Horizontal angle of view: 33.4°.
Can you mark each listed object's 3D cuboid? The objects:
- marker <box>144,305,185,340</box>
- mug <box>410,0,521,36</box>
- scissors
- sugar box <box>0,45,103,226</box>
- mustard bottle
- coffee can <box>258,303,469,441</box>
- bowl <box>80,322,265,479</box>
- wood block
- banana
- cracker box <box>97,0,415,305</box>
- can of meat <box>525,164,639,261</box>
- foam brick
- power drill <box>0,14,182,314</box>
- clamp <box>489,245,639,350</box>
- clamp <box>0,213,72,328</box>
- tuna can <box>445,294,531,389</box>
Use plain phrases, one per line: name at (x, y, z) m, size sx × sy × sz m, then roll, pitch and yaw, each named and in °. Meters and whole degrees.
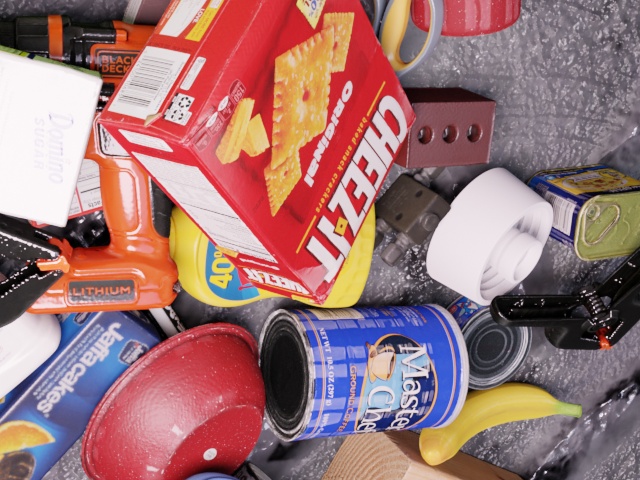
marker at (-0.117, 0.062, 0.811) m, size 0.020 × 0.020 × 0.121 m, roll -34°, pitch 122°, yaw -11°
mug at (0.115, -0.202, 0.779) m, size 0.117 × 0.093 × 0.081 m, roll -18°, pitch 122°, yaw -21°
scissors at (0.030, -0.118, 0.803) m, size 0.016 × 0.096 × 0.202 m, roll -33°, pitch 157°, yaw -45°
sugar box at (-0.222, -0.074, 0.610) m, size 0.176 × 0.048 × 0.093 m, roll 14°, pitch 100°, yaw -17°
mustard bottle at (-0.055, 0.001, 0.794) m, size 0.191 × 0.058 × 0.096 m, roll 2°, pitch 106°, yaw -27°
coffee can at (0.033, 0.104, 0.854) m, size 0.140 × 0.103 × 0.103 m, roll 0°, pitch 110°, yaw -27°
bowl at (-0.095, 0.141, 0.797) m, size 0.161 × 0.055 × 0.162 m, roll -30°, pitch 143°, yaw -26°
wood block at (0.110, 0.240, 0.957) m, size 0.205 × 0.091 × 0.090 m, roll 27°, pitch 97°, yaw -32°
banana at (0.145, 0.156, 0.945) m, size 0.197 × 0.070 × 0.037 m, roll -10°, pitch 99°, yaw -38°
cracker box at (-0.025, -0.078, 0.680) m, size 0.164 × 0.072 × 0.213 m, roll -63°, pitch 147°, yaw -17°
can of meat at (0.235, -0.027, 0.913) m, size 0.102 × 0.084 × 0.057 m, roll -7°, pitch 113°, yaw -24°
foam brick at (0.089, -0.089, 0.833) m, size 0.078 × 0.051 × 0.053 m, roll -6°, pitch 112°, yaw -25°
power drill at (-0.157, -0.049, 0.683) m, size 0.184 × 0.057 × 0.188 m, roll 0°, pitch 107°, yaw -16°
clamp at (0.244, 0.052, 0.917) m, size 0.165 × 0.036 × 0.209 m, roll -26°, pitch 154°, yaw 14°
clamp at (-0.239, 0.016, 0.638) m, size 0.171 × 0.039 × 0.120 m, roll -19°, pitch 123°, yaw -3°
tuna can at (0.144, 0.088, 0.944) m, size 0.086 × 0.034 × 0.086 m, roll -10°, pitch 114°, yaw -23°
